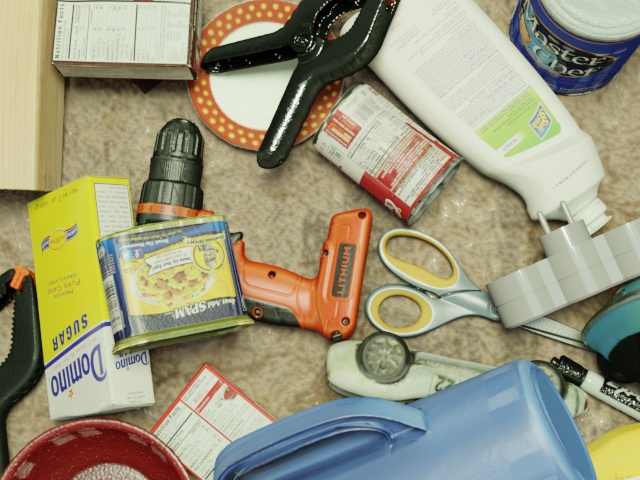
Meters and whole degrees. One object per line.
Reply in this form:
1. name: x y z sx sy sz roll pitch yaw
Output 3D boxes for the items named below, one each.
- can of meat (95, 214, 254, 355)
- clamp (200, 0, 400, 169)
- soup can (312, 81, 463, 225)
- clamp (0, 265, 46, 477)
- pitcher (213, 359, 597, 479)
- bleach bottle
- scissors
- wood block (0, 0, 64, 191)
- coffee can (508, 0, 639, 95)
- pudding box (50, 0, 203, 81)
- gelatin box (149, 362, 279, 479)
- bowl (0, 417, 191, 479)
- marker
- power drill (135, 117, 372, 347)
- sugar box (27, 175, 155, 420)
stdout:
1. can of meat: -0.108 0.032 0.776 0.102 0.058 0.084 -9 81 -22
2. clamp: -0.007 -0.136 0.820 0.172 0.039 0.120 -30 72 20
3. soup can: 0.053 -0.069 0.845 0.102 0.068 0.068 39 84 8
4. clamp: -0.288 0.115 0.845 0.164 0.036 0.210 17 81 4
5. pitcher: 0.055 0.171 0.734 0.243 0.149 0.145 -29 74 16
6. bleach bottle: 0.132 -0.100 0.851 0.102 0.068 0.251 -40 85 5
7. scissors: 0.122 0.066 0.848 0.202 0.016 0.096 35 86 7
8. wood block: -0.254 -0.143 0.838 0.091 0.090 0.206 2 92 0
9. coffee can: 0.205 -0.180 0.819 0.103 0.140 0.103 0 81 2
10. pudding box: -0.149 -0.173 0.832 0.113 0.039 0.090 2 83 5
11. gelatin box: -0.078 0.151 0.835 0.089 0.030 0.073 38 86 7
12. bowl: -0.167 0.217 0.815 0.162 0.055 0.162 0 81 2
13. marker: 0.234 0.123 0.832 0.121 0.020 0.020 28 83 6
14. power drill: -0.056 0.001 0.845 0.188 0.057 0.184 7 85 6
15. sugar box: -0.179 0.046 0.825 0.094 0.048 0.176 -18 74 44
